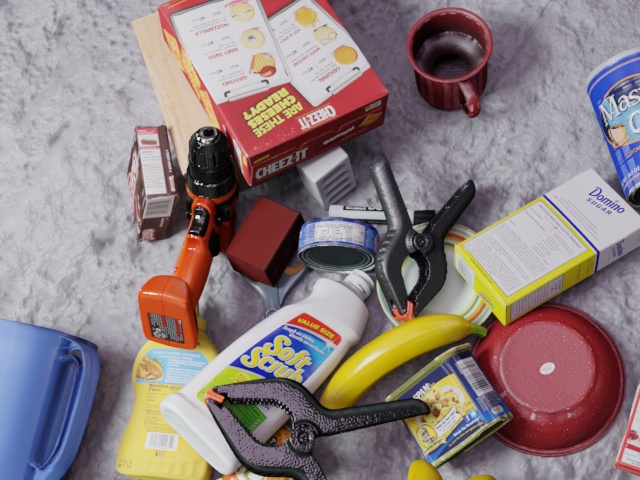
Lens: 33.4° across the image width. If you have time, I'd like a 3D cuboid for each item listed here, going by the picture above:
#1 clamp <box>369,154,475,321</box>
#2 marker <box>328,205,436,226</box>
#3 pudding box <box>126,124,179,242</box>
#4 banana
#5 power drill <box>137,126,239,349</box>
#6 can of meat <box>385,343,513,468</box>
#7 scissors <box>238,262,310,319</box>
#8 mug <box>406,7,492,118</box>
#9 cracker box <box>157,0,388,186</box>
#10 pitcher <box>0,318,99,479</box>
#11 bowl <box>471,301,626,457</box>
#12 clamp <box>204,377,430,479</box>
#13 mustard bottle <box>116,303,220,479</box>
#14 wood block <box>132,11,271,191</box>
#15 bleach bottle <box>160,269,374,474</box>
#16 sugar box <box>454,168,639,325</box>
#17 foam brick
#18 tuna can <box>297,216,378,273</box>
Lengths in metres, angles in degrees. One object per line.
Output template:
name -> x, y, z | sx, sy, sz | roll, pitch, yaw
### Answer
clamp -> 0.089, -0.005, 1.103 | 0.120, 0.039, 0.171 | 21, 72, -11
marker -> 0.070, -0.027, 1.166 | 0.121, 0.020, 0.020 | 3, 71, 10
pudding box -> -0.186, -0.061, 1.171 | 0.039, 0.114, 0.090 | -5, 67, -20
banana -> 0.072, 0.123, 1.074 | 0.198, 0.069, 0.037 | -28, 31, 6
power drill -> -0.128, 0.001, 1.081 | 0.057, 0.184, 0.187 | 12, 55, 8
can of meat -> 0.127, 0.164, 1.049 | 0.102, 0.057, 0.084 | -44, 67, 32
scissors -> -0.035, 0.070, 1.150 | 0.096, 0.016, 0.202 | -21, 68, 1
mug -> 0.149, -0.187, 1.179 | 0.093, 0.081, 0.117 | -25, 68, -1
cracker box -> -0.052, -0.184, 1.124 | 0.164, 0.072, 0.214 | -26, 67, -12
pitcher -> -0.311, 0.205, 1.083 | 0.145, 0.149, 0.243 | 12, 75, -6
bowl -> 0.225, 0.131, 1.064 | 0.162, 0.055, 0.162 | -3, 70, 8
clamp -> -0.016, 0.198, 0.999 | 0.210, 0.036, 0.164 | 19, 71, -1
mustard bottle -> -0.150, 0.154, 1.115 | 0.096, 0.058, 0.191 | 4, 71, 9
wood block -> -0.134, -0.158, 1.210 | 0.090, 0.091, 0.206 | -21, 68, 0
bleach bottle -> -0.040, 0.116, 1.087 | 0.102, 0.068, 0.250 | 44, 66, 3
sugar box -> 0.234, 0.005, 1.094 | 0.176, 0.048, 0.093 | -27, 55, -14
foam brick -> -0.057, 0.001, 1.141 | 0.051, 0.053, 0.078 | 26, 75, 16
tuna can -> 0.019, 0.005, 1.128 | 0.086, 0.086, 0.034 | 1, 69, 9
